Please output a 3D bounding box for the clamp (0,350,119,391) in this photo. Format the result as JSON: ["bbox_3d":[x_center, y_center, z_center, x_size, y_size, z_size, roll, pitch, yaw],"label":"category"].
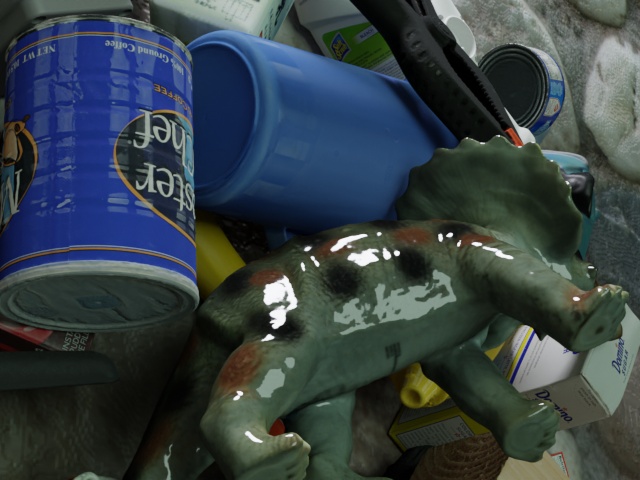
[{"bbox_3d":[-0.187,0.072,0.540,0.171,0.039,0.120,45,63,-23],"label":"clamp"}]

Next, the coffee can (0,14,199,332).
[{"bbox_3d":[-0.117,-0.032,0.565,0.102,0.103,0.140,14,63,-40],"label":"coffee can"}]

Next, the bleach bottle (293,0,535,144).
[{"bbox_3d":[0.061,-0.147,0.852,0.250,0.103,0.068,52,41,-14],"label":"bleach bottle"}]

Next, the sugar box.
[{"bbox_3d":[0.138,0.103,0.764,0.048,0.177,0.093,52,44,-15],"label":"sugar box"}]

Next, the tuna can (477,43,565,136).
[{"bbox_3d":[0.180,-0.136,0.978,0.033,0.086,0.086,-1,73,-47],"label":"tuna can"}]

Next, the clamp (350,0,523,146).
[{"bbox_3d":[0.062,-0.137,0.716,0.164,0.036,0.210,8,48,-56],"label":"clamp"}]

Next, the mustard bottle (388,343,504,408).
[{"bbox_3d":[0.092,0.064,0.769,0.058,0.096,0.191,61,30,-12],"label":"mustard bottle"}]

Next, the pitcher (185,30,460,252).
[{"bbox_3d":[0.006,-0.048,0.715,0.242,0.145,0.149,10,43,-50],"label":"pitcher"}]
